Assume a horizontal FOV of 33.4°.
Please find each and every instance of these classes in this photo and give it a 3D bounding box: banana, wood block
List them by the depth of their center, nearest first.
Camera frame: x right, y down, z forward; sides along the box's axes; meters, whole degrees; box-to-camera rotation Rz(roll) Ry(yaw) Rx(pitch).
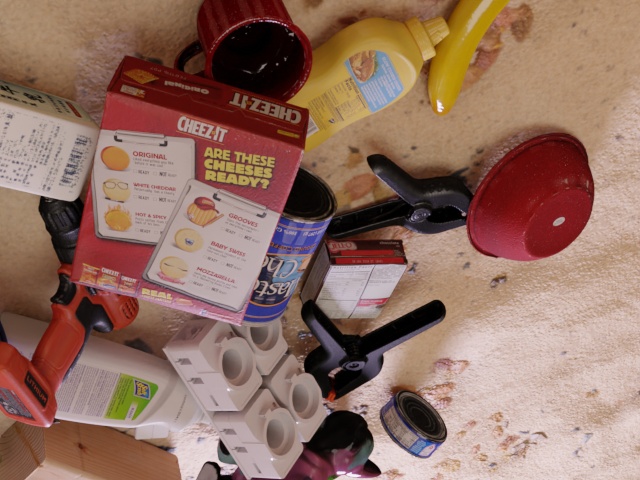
[{"bbox_3d":[0.150,-0.201,0.998,0.069,0.037,0.198,21,121,-31],"label":"banana"},{"bbox_3d":[-0.265,0.277,1.245,0.090,0.091,0.205,-43,129,18],"label":"wood block"}]

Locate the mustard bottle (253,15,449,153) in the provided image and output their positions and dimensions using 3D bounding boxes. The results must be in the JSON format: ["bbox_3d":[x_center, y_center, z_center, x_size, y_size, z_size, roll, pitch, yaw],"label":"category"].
[{"bbox_3d":[0.031,-0.153,0.985,0.192,0.058,0.096,-28,141,7],"label":"mustard bottle"}]

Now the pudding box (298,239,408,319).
[{"bbox_3d":[0.035,0.043,1.159,0.090,0.039,0.114,1,142,-18],"label":"pudding box"}]

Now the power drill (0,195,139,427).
[{"bbox_3d":[-0.252,0.066,1.009,0.057,0.187,0.184,8,140,28],"label":"power drill"}]

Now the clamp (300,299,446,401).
[{"bbox_3d":[0.046,0.124,1.217,0.164,0.036,0.210,-2,146,-12],"label":"clamp"}]

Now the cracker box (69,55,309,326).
[{"bbox_3d":[-0.116,-0.038,0.927,0.164,0.072,0.214,16,129,-7],"label":"cracker box"}]

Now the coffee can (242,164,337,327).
[{"bbox_3d":[-0.057,0.001,1.062,0.102,0.103,0.140,10,126,-26],"label":"coffee can"}]

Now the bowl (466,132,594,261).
[{"bbox_3d":[0.237,-0.033,1.140,0.161,0.055,0.162,-19,134,-21],"label":"bowl"}]

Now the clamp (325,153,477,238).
[{"bbox_3d":[0.098,-0.045,1.112,0.171,0.039,0.120,-3,149,-21],"label":"clamp"}]

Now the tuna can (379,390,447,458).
[{"bbox_3d":[0.117,0.229,1.334,0.086,0.086,0.034,24,117,-34],"label":"tuna can"}]

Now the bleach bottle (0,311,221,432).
[{"bbox_3d":[-0.228,0.156,1.127,0.250,0.068,0.103,19,113,-16],"label":"bleach bottle"}]

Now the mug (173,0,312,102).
[{"bbox_3d":[-0.072,-0.167,0.923,0.117,0.081,0.093,-24,133,3],"label":"mug"}]
